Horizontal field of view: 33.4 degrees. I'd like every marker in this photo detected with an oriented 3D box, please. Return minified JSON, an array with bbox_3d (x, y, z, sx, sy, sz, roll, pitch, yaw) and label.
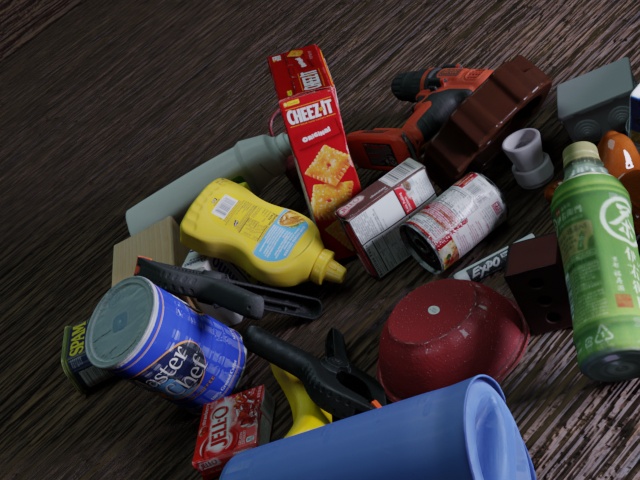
[{"bbox_3d":[0.170,0.028,1.111,0.121,0.020,0.020,-28,29,5],"label":"marker"}]

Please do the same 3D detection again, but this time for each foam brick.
[{"bbox_3d":[0.210,0.041,0.994,0.053,0.078,0.051,-17,31,26],"label":"foam brick"}]

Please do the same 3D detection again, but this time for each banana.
[{"bbox_3d":[-0.021,0.161,1.032,0.037,0.069,0.198,-57,11,17],"label":"banana"}]

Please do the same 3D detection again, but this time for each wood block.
[{"bbox_3d":[-0.197,0.068,1.315,0.091,0.090,0.206,-27,29,6],"label":"wood block"}]

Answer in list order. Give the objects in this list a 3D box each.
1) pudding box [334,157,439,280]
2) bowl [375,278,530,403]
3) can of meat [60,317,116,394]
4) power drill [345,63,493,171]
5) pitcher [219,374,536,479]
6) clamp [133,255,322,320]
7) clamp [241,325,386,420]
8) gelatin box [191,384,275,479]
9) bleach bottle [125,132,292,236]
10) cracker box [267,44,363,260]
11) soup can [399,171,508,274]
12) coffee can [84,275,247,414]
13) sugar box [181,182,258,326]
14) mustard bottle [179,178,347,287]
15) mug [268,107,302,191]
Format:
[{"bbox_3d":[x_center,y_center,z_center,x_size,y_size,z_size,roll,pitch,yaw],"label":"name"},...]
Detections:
[{"bbox_3d":[0.083,-0.024,1.201,0.113,0.090,0.039,-35,30,-10],"label":"pudding box"},{"bbox_3d":[0.117,0.087,1.030,0.162,0.055,0.162,-22,30,13],"label":"bowl"},{"bbox_3d":[-0.267,0.130,1.315,0.084,0.057,0.102,-25,29,5],"label":"can of meat"},{"bbox_3d":[0.119,-0.165,1.392,0.187,0.057,0.185,-44,30,-27],"label":"power drill"},{"bbox_3d":[0.037,0.202,0.843,0.243,0.149,0.145,-19,59,26],"label":"pitcher"},{"bbox_3d":[-0.116,0.053,1.154,0.210,0.036,0.164,13,0,16],"label":"clamp"},{"bbox_3d":[0.015,0.129,1.043,0.120,0.039,0.172,-7,34,-42],"label":"clamp"},{"bbox_3d":[-0.087,0.192,1.076,0.073,0.030,0.089,-21,30,17],"label":"gelatin box"},{"bbox_3d":[-0.132,-0.065,1.414,0.251,0.102,0.068,-31,59,17],"label":"bleach bottle"},{"bbox_3d":[0.002,-0.107,1.277,0.072,0.213,0.164,-16,28,0],"label":"cracker box"},{"bbox_3d":[0.146,-0.020,1.160,0.102,0.068,0.069,-38,29,-15],"label":"soup can"},{"bbox_3d":[-0.162,0.113,1.128,0.103,0.140,0.103,-24,48,31],"label":"coffee can"},{"bbox_3d":[-0.110,0.016,1.313,0.048,0.093,0.176,-16,32,24],"label":"sugar box"},{"bbox_3d":[-0.058,0.002,1.223,0.192,0.058,0.096,24,51,14],"label":"mustard bottle"},{"bbox_3d":[-0.027,-0.131,1.455,0.081,0.117,0.093,-34,-3,2],"label":"mug"}]
